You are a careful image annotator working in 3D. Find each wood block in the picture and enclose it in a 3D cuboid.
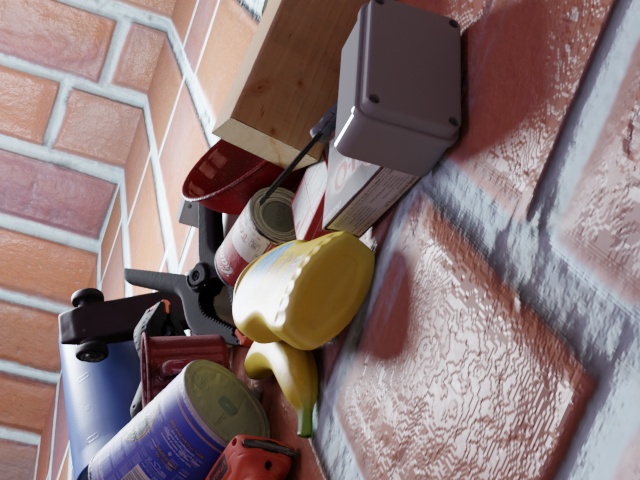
[{"bbox_3d":[-0.013,-0.179,0.990,0.206,0.090,0.091,-68,15,-10],"label":"wood block"}]

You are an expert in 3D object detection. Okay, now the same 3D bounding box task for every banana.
[{"bbox_3d":[-0.037,0.112,0.942,0.198,0.037,0.069,-152,81,-74],"label":"banana"}]

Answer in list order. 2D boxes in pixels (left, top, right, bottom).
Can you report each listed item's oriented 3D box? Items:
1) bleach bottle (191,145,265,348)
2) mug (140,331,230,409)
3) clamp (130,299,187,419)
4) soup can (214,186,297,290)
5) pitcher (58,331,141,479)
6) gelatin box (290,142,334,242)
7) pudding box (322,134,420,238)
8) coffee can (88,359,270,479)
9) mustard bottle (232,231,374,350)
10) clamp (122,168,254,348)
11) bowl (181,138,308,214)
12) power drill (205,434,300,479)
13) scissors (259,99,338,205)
[{"bbox_3d":[-0.103,0.019,1.208,0.103,0.068,0.251,174,109,-72],"label":"bleach bottle"},{"bbox_3d":[-0.132,0.132,1.049,0.117,0.081,0.093,123,143,-67],"label":"mug"},{"bbox_3d":[-0.173,0.140,1.161,0.039,0.120,0.171,-30,61,16],"label":"clamp"},{"bbox_3d":[-0.057,0.001,1.059,0.102,0.068,0.068,127,153,-50],"label":"soup can"},{"bbox_3d":[-0.237,0.189,1.285,0.243,0.149,0.145,-113,28,-42],"label":"pitcher"},{"bbox_3d":[0.003,-0.039,0.965,0.089,0.030,0.073,-103,34,-60],"label":"gelatin box"},{"bbox_3d":[0.042,-0.066,0.844,0.114,0.039,0.090,130,151,-54],"label":"pudding box"},{"bbox_3d":[-0.129,0.192,0.979,0.140,0.102,0.103,-44,27,19],"label":"coffee can"},{"bbox_3d":[-0.028,0.043,0.898,0.096,0.058,0.192,-58,18,-15],"label":"mustard bottle"},{"bbox_3d":[-0.118,0.030,1.139,0.210,0.036,0.165,43,105,37],"label":"clamp"},{"bbox_3d":[-0.065,-0.077,1.107,0.162,0.055,0.162,-31,24,15],"label":"bowl"},{"bbox_3d":[-0.065,0.268,0.859,0.185,0.057,0.187,-55,27,40],"label":"power drill"},{"bbox_3d":[0.015,-0.106,0.870,0.096,0.016,0.201,-48,4,40],"label":"scissors"}]
